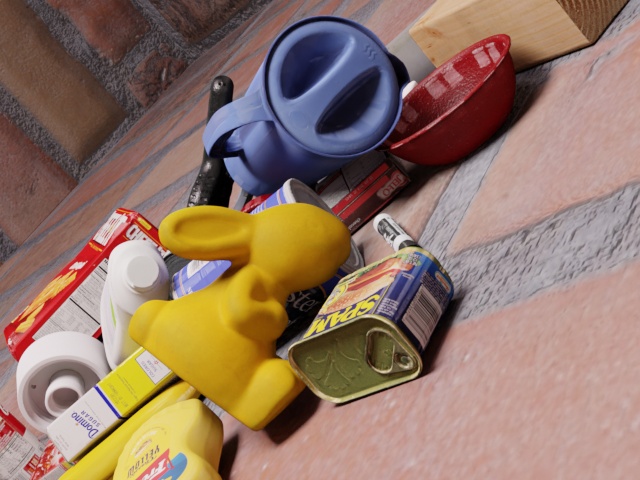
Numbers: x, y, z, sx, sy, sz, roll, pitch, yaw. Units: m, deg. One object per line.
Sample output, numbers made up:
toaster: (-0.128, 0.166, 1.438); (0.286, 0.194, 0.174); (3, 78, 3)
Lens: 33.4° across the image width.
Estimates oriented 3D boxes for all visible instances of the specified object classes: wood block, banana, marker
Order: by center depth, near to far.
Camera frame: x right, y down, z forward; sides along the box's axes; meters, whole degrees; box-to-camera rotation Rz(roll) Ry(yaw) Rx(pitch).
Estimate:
marker: (0.066, -0.001, 0.903); (0.020, 0.020, 0.121); (-42, 16, 2)
banana: (-0.186, 0.192, 0.968); (0.198, 0.037, 0.069); (-39, 17, 13)
wood block: (0.194, -0.227, 1.055); (0.090, 0.090, 0.206); (-49, 17, -24)

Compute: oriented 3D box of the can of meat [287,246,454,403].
can of meat: (0.038, 0.058, 0.750); (0.102, 0.057, 0.083); (-27, 19, 42)

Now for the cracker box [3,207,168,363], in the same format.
cracker box: (-0.276, 0.060, 1.257); (0.213, 0.072, 0.164); (-49, 16, -9)

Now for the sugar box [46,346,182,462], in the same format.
sugar box: (-0.168, 0.134, 1.002); (0.176, 0.048, 0.093); (-38, -10, -1)

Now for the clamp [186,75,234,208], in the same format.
clamp: (-0.119, -0.070, 1.194); (0.164, 0.036, 0.210); (76, -154, -65)

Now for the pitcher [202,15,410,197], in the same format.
pitcher: (-0.031, -0.115, 1.054); (0.145, 0.149, 0.243); (-66, 11, -18)

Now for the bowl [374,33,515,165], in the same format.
bowl: (0.127, -0.120, 1.000); (0.162, 0.055, 0.162); (-39, 16, 13)

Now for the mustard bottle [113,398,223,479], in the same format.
mustard bottle: (-0.112, 0.190, 0.761); (0.096, 0.058, 0.191); (-41, 16, 7)

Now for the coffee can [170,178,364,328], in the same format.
coffee can: (-0.047, 0.028, 0.943); (0.140, 0.102, 0.103); (-39, 16, 14)

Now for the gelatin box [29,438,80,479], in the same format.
gelatin box: (-0.252, 0.213, 1.083); (0.073, 0.030, 0.089); (-37, 17, 19)

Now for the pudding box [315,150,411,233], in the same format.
pudding box: (0.040, -0.055, 1.071); (0.090, 0.039, 0.113); (-40, 18, 10)

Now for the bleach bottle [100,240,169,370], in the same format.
bleach bottle: (-0.176, 0.064, 1.031); (0.068, 0.102, 0.251); (-10, -12, -14)

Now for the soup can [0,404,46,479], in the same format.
soup can: (-0.337, 0.222, 1.130); (0.068, 0.102, 0.068); (-39, 16, 13)

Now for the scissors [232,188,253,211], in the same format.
scissors: (-0.095, -0.049, 1.286); (0.202, 0.016, 0.096); (115, -179, -66)
